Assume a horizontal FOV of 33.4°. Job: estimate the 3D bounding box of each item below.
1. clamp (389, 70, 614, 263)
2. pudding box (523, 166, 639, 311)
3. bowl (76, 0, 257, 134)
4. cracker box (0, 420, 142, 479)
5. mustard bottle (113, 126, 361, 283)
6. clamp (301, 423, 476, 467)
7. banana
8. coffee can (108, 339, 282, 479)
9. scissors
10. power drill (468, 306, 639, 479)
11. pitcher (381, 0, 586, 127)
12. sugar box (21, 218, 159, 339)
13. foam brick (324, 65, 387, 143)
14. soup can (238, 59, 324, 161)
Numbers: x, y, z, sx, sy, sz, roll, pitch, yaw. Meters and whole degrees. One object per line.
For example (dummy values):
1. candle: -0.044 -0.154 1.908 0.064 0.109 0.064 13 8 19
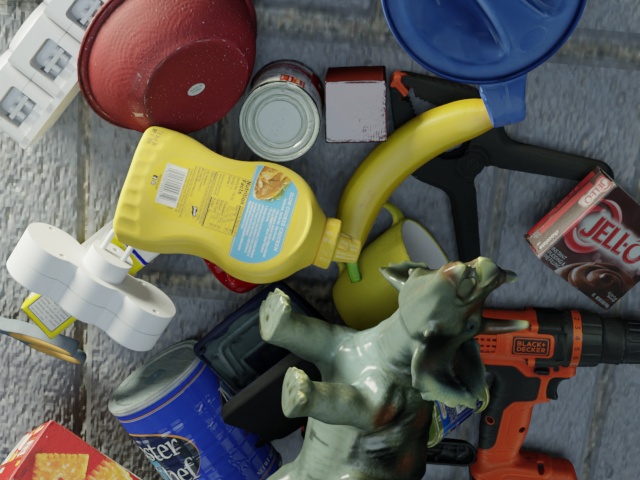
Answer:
1. clamp: 0.143 -0.074 0.934 0.165 0.036 0.210 -35 104 13
2. pudding box: 0.246 0.000 0.935 0.113 0.039 0.090 33 110 -36
3. bowl: -0.111 -0.139 0.862 0.162 0.055 0.162 -23 143 -19
4. cracker box: -0.197 0.260 0.996 0.213 0.164 0.072 38 64 -10
5. mustard bottle: -0.060 -0.018 0.849 0.191 0.058 0.096 17 73 -2
6. clamp: 0.044 0.196 0.982 0.172 0.120 0.039 9 103 30
7. banana: 0.071 -0.057 0.903 0.070 0.037 0.198 43 108 11
8. coffee can: -0.116 0.179 0.997 0.103 0.103 0.140 -30 106 12
9. scissors: -0.304 0.082 1.008 0.202 0.096 0.016 13 71 25
10. power drill: 0.215 0.153 1.001 0.184 0.057 0.188 4 106 5
11. pitcher: 0.109 -0.192 0.785 0.145 0.243 0.149 28 108 -8
12. sugar box: -0.177 0.007 0.945 0.176 0.093 0.048 -35 105 13
13. foam brick: 0.031 -0.116 0.902 0.051 0.078 0.053 0 109 4
14. soup can: -0.031 -0.110 0.893 0.068 0.102 0.068 1 109 2
